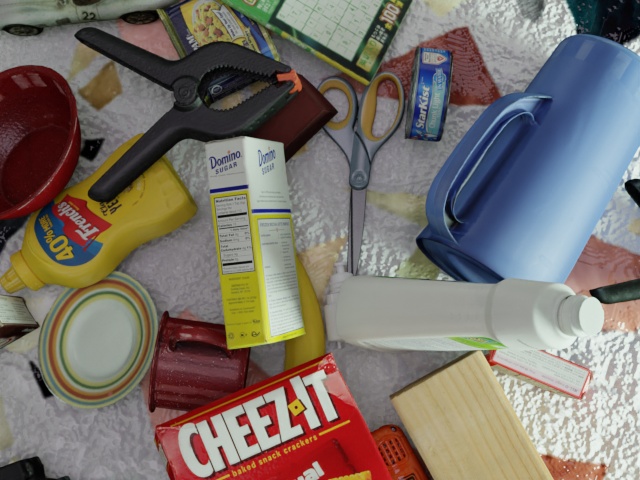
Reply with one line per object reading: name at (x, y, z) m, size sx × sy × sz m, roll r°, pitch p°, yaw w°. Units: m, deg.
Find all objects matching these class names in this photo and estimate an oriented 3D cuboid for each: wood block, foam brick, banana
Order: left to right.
banana at (-0.034, 0.066, 0.990) m, size 0.069 × 0.037 × 0.198 m, roll -9°, pitch 83°, yaw 0°
foam brick at (-0.033, -0.113, 0.994) m, size 0.078 × 0.053 × 0.051 m, roll -43°, pitch 82°, yaw 14°
wood block at (0.149, 0.207, 0.938) m, size 0.090 × 0.091 × 0.206 m, roll -29°, pitch 83°, yaw -1°

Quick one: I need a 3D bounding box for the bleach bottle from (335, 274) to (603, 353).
bleach bottle at (0.126, 0.062, 0.875) m, size 0.102 × 0.251 × 0.068 m, roll 12°, pitch 80°, yaw -37°

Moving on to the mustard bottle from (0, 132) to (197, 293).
mustard bottle at (-0.216, -0.012, 0.996) m, size 0.191 × 0.058 × 0.096 m, roll -35°, pitch 66°, yaw 0°

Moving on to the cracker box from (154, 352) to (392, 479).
cracker box at (-0.021, 0.221, 0.872) m, size 0.164 × 0.072 × 0.214 m, roll -21°, pitch 75°, yaw -16°

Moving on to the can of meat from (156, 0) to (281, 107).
can of meat at (-0.095, -0.189, 1.014) m, size 0.084 × 0.057 × 0.102 m, roll -27°, pitch 83°, yaw -3°

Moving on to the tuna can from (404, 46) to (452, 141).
tuna can at (0.099, -0.134, 0.983) m, size 0.034 × 0.086 × 0.086 m, roll 7°, pitch 84°, yaw 2°

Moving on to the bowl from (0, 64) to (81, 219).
bowl at (-0.279, -0.081, 0.993) m, size 0.162 × 0.055 × 0.162 m, roll -11°, pitch 63°, yaw 22°

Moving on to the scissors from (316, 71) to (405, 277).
scissors at (0.021, -0.071, 1.015) m, size 0.096 × 0.016 × 0.202 m, roll 19°, pitch 85°, yaw 6°

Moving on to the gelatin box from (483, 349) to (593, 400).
gelatin box at (0.193, 0.113, 0.955) m, size 0.089 × 0.073 × 0.030 m, roll 22°, pitch 84°, yaw 5°

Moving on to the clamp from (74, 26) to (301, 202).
clamp at (-0.122, -0.117, 0.957) m, size 0.210 × 0.036 × 0.164 m, roll -2°, pitch 81°, yaw 8°

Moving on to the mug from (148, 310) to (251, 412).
mug at (-0.106, 0.108, 0.954) m, size 0.081 × 0.117 × 0.093 m, roll 8°, pitch 56°, yaw -1°

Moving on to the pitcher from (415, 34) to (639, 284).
pitcher at (0.195, -0.064, 0.944) m, size 0.145 × 0.149 × 0.243 m, roll 32°, pitch 83°, yaw 6°

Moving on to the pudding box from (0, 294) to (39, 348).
pudding box at (-0.315, 0.085, 0.964) m, size 0.090 × 0.113 × 0.039 m, roll -28°, pitch 87°, yaw 0°

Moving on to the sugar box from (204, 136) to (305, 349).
sugar box at (-0.056, 0.001, 0.929) m, size 0.048 × 0.093 × 0.176 m, roll -9°, pitch 88°, yaw 19°
